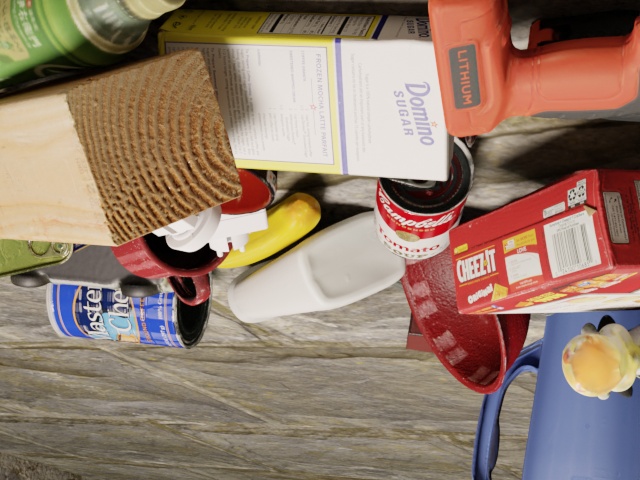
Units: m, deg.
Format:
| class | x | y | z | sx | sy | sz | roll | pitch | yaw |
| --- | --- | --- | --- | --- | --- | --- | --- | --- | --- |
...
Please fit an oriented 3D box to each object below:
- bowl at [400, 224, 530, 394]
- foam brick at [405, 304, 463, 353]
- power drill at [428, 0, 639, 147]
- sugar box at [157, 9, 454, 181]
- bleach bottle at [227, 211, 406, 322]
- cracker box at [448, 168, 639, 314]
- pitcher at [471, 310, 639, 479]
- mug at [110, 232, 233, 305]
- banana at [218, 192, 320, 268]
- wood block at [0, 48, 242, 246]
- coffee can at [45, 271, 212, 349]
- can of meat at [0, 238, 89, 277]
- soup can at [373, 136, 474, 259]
| class | x | y | z | sx | sy | sz | roll | pitch | yaw |
| --- | --- | --- | --- | --- | --- | --- | --- | --- | --- |
| bowl | 0.130 | 0.047 | 0.911 | 0.055 | 0.162 | 0.162 | -23 | 168 | -18 |
| foam brick | 0.112 | 0.064 | 1.014 | 0.051 | 0.078 | 0.053 | 9 | 158 | 6 |
| power drill | 0.151 | -0.107 | 0.527 | 0.188 | 0.057 | 0.184 | 5 | 142 | 16 |
| sugar box | -0.007 | -0.090 | 0.650 | 0.176 | 0.048 | 0.093 | 4 | 125 | 11 |
| bleach bottle | -0.021 | 0.036 | 1.006 | 0.102 | 0.068 | 0.251 | -23 | 180 | -25 |
| cracker box | 0.223 | 0.003 | 0.739 | 0.213 | 0.072 | 0.164 | 0 | 167 | -26 |
| pitcher | 0.232 | 0.135 | 0.909 | 0.149 | 0.243 | 0.145 | 19 | 158 | -25 |
| mug | -0.126 | 0.000 | 0.912 | 0.093 | 0.117 | 0.082 | -26 | -173 | -32 |
| banana | -0.046 | -0.006 | 0.930 | 0.198 | 0.069 | 0.037 | -28 | 94 | 51 |
| wood block | -0.151 | -0.055 | 0.662 | 0.090 | 0.090 | 0.207 | -26 | -163 | -34 |
| coffee can | -0.193 | 0.054 | 1.092 | 0.140 | 0.103 | 0.102 | 4 | 159 | 14 |
| can of meat | -0.249 | -0.009 | 0.948 | 0.102 | 0.057 | 0.083 | -13 | -171 | 17 |
| soup can | 0.074 | -0.032 | 0.788 | 0.068 | 0.068 | 0.102 | 8 | 161 | 3 |
